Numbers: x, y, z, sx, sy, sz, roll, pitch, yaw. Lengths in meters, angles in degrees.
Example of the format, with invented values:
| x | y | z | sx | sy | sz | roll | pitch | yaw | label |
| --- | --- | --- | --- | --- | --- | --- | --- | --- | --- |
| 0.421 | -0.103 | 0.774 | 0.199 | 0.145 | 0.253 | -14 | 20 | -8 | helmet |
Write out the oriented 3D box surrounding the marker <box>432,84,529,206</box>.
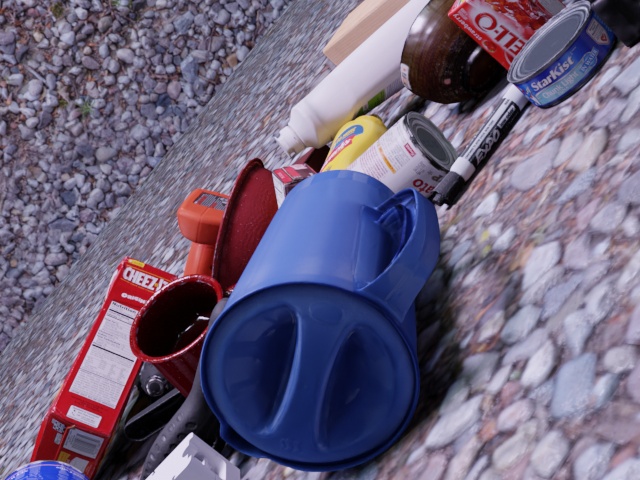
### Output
| x | y | z | sx | sy | sz | roll | pitch | yaw | label |
| --- | --- | --- | --- | --- | --- | --- | --- | --- | --- |
| 0.130 | -0.076 | 0.871 | 0.121 | 0.020 | 0.020 | -52 | 15 | -11 | marker |

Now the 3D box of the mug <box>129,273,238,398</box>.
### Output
| x | y | z | sx | sy | sz | roll | pitch | yaw | label |
| --- | --- | --- | --- | --- | --- | --- | --- | --- | --- |
| -0.095 | 0.082 | 0.923 | 0.117 | 0.081 | 0.093 | -38 | 38 | -3 | mug |

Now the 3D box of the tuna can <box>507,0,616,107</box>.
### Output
| x | y | z | sx | sy | sz | roll | pitch | yaw | label |
| --- | --- | --- | --- | --- | --- | --- | --- | --- | --- |
| 0.190 | -0.146 | 0.842 | 0.086 | 0.033 | 0.086 | -45 | 15 | 15 | tuna can |

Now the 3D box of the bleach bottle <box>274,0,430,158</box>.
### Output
| x | y | z | sx | sy | sz | roll | pitch | yaw | label |
| --- | --- | --- | --- | --- | --- | --- | --- | --- | --- |
| 0.057 | -0.177 | 1.127 | 0.251 | 0.068 | 0.102 | -38 | -11 | -2 | bleach bottle |

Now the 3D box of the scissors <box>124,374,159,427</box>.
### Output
| x | y | z | sx | sy | sz | roll | pitch | yaw | label |
| --- | --- | --- | --- | --- | --- | --- | --- | --- | --- |
| -0.207 | 0.181 | 1.213 | 0.096 | 0.016 | 0.202 | -57 | 16 | -26 | scissors |

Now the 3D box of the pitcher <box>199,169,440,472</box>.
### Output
| x | y | z | sx | sy | sz | roll | pitch | yaw | label |
| --- | --- | --- | --- | --- | --- | --- | --- | --- | --- |
| 0.013 | 0.032 | 0.739 | 0.149 | 0.145 | 0.242 | -3 | 24 | 9 | pitcher |

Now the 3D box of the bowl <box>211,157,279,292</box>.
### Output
| x | y | z | sx | sy | sz | roll | pitch | yaw | label |
| --- | --- | --- | --- | --- | --- | --- | --- | --- | --- |
| -0.057 | 0.001 | 1.066 | 0.162 | 0.055 | 0.162 | 14 | -90 | -80 | bowl |

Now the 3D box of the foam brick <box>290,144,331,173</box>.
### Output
| x | y | z | sx | sy | sz | roll | pitch | yaw | label |
| --- | --- | --- | --- | --- | --- | --- | --- | --- | --- |
| -0.011 | -0.062 | 1.182 | 0.078 | 0.053 | 0.051 | -37 | 19 | 43 | foam brick |

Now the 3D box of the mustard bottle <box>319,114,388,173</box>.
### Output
| x | y | z | sx | sy | sz | roll | pitch | yaw | label |
| --- | --- | --- | --- | --- | --- | --- | --- | --- | --- |
| 0.030 | -0.068 | 1.064 | 0.096 | 0.058 | 0.191 | -45 | 13 | 42 | mustard bottle |

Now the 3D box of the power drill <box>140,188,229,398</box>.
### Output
| x | y | z | sx | sy | sz | roll | pitch | yaw | label |
| --- | --- | --- | --- | --- | --- | --- | --- | --- | --- |
| -0.133 | 0.052 | 1.086 | 0.184 | 0.057 | 0.188 | -74 | 0 | -72 | power drill |

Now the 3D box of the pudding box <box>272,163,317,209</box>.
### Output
| x | y | z | sx | sy | sz | roll | pitch | yaw | label |
| --- | --- | --- | --- | --- | --- | --- | --- | --- | --- |
| -0.012 | -0.006 | 0.936 | 0.039 | 0.113 | 0.090 | -9 | 13 | -6 | pudding box |

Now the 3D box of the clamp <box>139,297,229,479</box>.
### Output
| x | y | z | sx | sy | sz | roll | pitch | yaw | label |
| --- | --- | --- | --- | --- | --- | --- | --- | --- | --- |
| -0.083 | 0.134 | 0.857 | 0.210 | 0.036 | 0.164 | -62 | -20 | 11 | clamp |

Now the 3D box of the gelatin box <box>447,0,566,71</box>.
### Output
| x | y | z | sx | sy | sz | roll | pitch | yaw | label |
| --- | --- | --- | --- | --- | --- | --- | --- | --- | --- |
| 0.166 | -0.187 | 0.907 | 0.073 | 0.089 | 0.030 | -30 | 25 | 52 | gelatin box |

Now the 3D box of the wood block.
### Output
| x | y | z | sx | sy | sz | roll | pitch | yaw | label |
| --- | --- | --- | --- | --- | --- | --- | --- | --- | --- |
| 0.108 | -0.268 | 1.278 | 0.207 | 0.090 | 0.090 | -31 | 22 | 51 | wood block |

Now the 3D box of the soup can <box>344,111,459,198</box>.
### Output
| x | y | z | sx | sy | sz | roll | pitch | yaw | label |
| --- | --- | --- | --- | --- | --- | --- | --- | --- | --- |
| 0.062 | -0.054 | 0.919 | 0.102 | 0.068 | 0.068 | -41 | 17 | 28 | soup can |

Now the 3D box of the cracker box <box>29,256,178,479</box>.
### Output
| x | y | z | sx | sy | sz | roll | pitch | yaw | label |
| --- | --- | --- | --- | --- | --- | --- | --- | --- | --- |
| -0.235 | 0.148 | 1.148 | 0.164 | 0.072 | 0.213 | 121 | 170 | -48 | cracker box |

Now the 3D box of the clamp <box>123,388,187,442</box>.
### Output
| x | y | z | sx | sy | sz | roll | pitch | yaw | label |
| --- | --- | --- | --- | --- | --- | --- | --- | --- | --- |
| -0.114 | 0.140 | 0.988 | 0.171 | 0.039 | 0.120 | -48 | 30 | -19 | clamp |
